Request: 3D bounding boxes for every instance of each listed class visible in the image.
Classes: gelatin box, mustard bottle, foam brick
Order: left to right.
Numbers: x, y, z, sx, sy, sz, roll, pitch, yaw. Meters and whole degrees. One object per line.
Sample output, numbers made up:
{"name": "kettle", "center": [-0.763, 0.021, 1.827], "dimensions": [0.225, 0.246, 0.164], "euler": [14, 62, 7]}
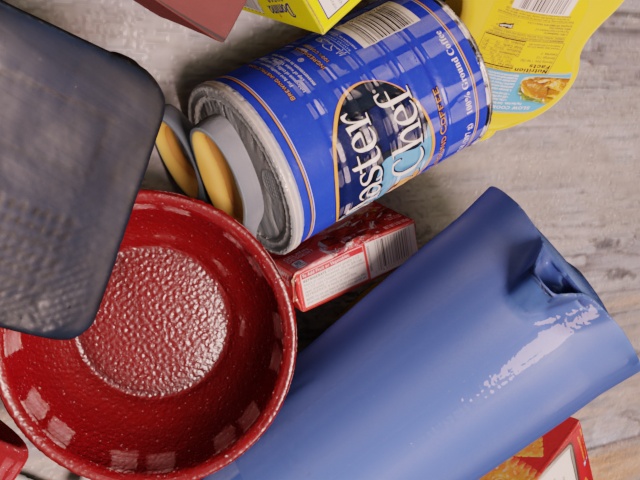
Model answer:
{"name": "foam brick", "center": [-0.073, -0.140, 0.531], "dimensions": [0.052, 0.078, 0.051], "euler": [27, 93, -39]}
{"name": "gelatin box", "center": [0.003, 0.003, 0.647], "dimensions": [0.089, 0.073, 0.030], "euler": [-23, 120, -25]}
{"name": "mustard bottle", "center": [0.111, -0.119, 0.638], "dimensions": [0.096, 0.058, 0.192], "euler": [7, 148, -8]}

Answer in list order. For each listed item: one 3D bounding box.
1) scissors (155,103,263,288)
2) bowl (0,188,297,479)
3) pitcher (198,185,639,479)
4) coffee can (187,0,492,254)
{"name": "scissors", "center": [-0.054, 0.001, 0.615], "dimensions": [0.016, 0.096, 0.202], "euler": [-34, 143, -23]}
{"name": "bowl", "center": [-0.094, 0.050, 0.584], "dimensions": [0.162, 0.055, 0.162], "euler": [0, 97, -3]}
{"name": "pitcher", "center": [0.051, 0.093, 0.623], "dimensions": [0.243, 0.145, 0.149], "euler": [-38, 124, 2]}
{"name": "coffee can", "center": [0.011, -0.069, 0.603], "dimensions": [0.140, 0.103, 0.103], "euler": [-30, 124, -22]}
